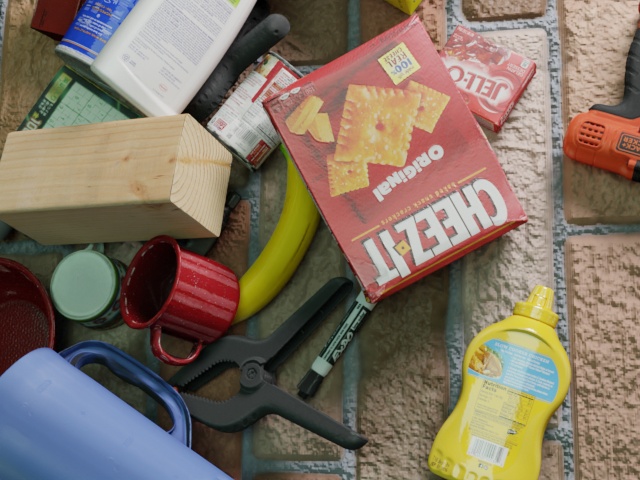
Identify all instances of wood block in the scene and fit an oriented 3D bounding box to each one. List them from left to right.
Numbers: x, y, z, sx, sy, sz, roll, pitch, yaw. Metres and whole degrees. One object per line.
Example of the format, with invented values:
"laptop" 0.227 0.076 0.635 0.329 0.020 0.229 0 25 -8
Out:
"wood block" -0.201 -0.055 1.023 0.206 0.090 0.090 -3 66 25

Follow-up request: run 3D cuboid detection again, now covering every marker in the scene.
"marker" 0.016 0.099 1.019 0.020 0.020 0.121 33 86 17

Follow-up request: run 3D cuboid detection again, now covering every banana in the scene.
"banana" -0.042 0.001 1.048 0.070 0.037 0.198 14 77 41

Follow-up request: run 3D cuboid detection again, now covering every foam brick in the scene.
"foam brick" -0.266 -0.252 1.138 0.053 0.051 0.078 16 91 16

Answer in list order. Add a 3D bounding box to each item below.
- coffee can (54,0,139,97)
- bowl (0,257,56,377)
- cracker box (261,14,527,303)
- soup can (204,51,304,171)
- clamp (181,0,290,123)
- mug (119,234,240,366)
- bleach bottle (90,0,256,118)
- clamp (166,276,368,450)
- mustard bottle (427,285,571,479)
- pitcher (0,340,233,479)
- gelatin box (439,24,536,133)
"coffee can" -0.193 -0.226 1.095 0.103 0.102 0.140 28 85 17
"bowl" -0.323 0.100 1.071 0.162 0.055 0.162 -4 77 19
"cracker box" 0.066 -0.072 0.979 0.164 0.072 0.214 -28 88 1
"soup can" -0.058 -0.127 1.060 0.068 0.068 0.102 40 89 17
"clamp" -0.099 -0.179 1.084 0.172 0.120 0.039 -42 111 15
"mug" -0.131 0.062 1.011 0.093 0.081 0.117 -22 55 41
"bleach bottle" -0.105 -0.230 1.021 0.102 0.068 0.251 40 89 -21
"clamp" -0.052 0.137 1.002 0.210 0.036 0.164 -20 61 15
"mustard bottle" 0.170 0.132 0.956 0.096 0.058 0.191 19 83 15
"pitcher" -0.182 0.202 0.956 0.243 0.145 0.149 29 98 11
"gelatin box" 0.154 -0.158 1.039 0.089 0.030 0.073 31 86 17
